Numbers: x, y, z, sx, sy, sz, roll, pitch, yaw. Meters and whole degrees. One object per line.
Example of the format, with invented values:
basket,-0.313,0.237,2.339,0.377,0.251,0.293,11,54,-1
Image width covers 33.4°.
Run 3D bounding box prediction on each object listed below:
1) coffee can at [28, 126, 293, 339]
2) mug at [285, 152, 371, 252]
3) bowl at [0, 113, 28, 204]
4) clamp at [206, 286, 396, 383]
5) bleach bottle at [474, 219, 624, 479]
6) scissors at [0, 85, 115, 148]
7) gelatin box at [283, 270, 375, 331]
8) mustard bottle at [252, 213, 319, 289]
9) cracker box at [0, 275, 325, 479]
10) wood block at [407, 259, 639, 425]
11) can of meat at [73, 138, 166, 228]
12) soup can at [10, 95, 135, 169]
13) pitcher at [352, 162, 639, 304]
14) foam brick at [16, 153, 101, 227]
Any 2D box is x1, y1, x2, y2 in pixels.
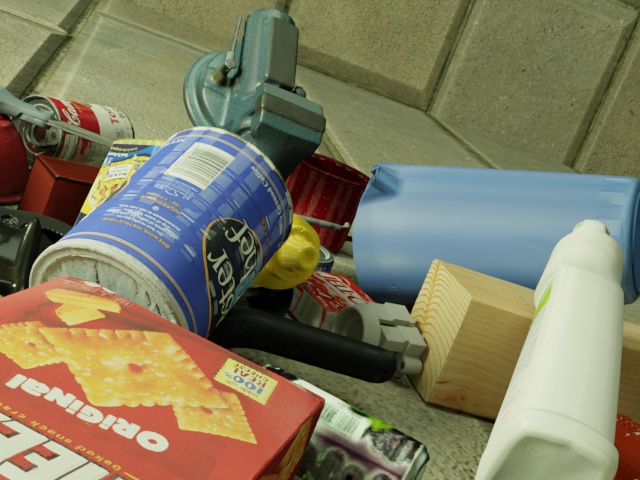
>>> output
coffee can,-0.092,0.008,0.644,0.103,0.103,0.140,25,41,11
mug,0.010,-0.036,1.111,0.117,0.081,0.093,20,14,-7
bowl,-0.308,-0.087,0.880,0.162,0.055,0.162,21,13,-5
clamp,-0.059,0.057,0.741,0.209,0.036,0.165,9,10,-39
bleach bottle,0.167,0.067,0.710,0.068,0.103,0.250,24,44,3
scissors,-0.247,-0.112,0.912,0.201,0.016,0.096,17,14,-22
gelatin box,0.008,0.052,0.885,0.073,0.030,0.089,13,17,-34
mustard bottle,-0.055,0.001,0.817,0.096,0.058,0.192,15,-2,-31
cracker box,-0.108,0.092,0.475,0.164,0.072,0.213,25,15,12
wood block,0.178,0.096,0.853,0.205,0.091,0.090,17,14,-18
can of meat,-0.133,-0.027,0.790,0.057,0.084,0.102,31,-13,-36
soup can,-0.233,-0.098,1.007,0.069,0.068,0.102,30,15,28
pitcher,0.162,0.003,0.949,0.243,0.145,0.149,2,5,25
foam brick,-0.191,-0.030,0.850,0.078,0.051,0.053,11,17,-37
